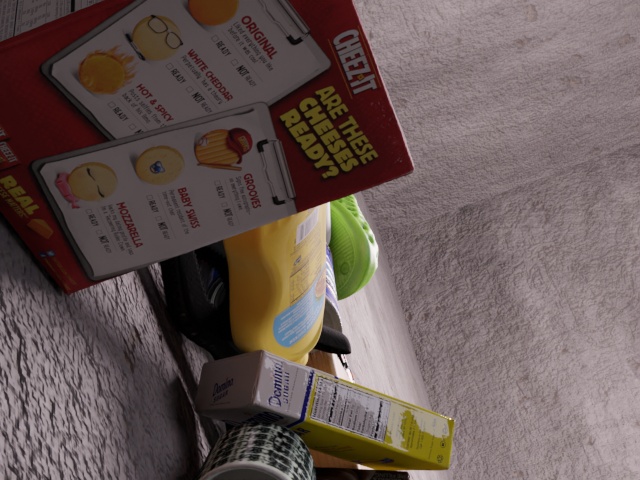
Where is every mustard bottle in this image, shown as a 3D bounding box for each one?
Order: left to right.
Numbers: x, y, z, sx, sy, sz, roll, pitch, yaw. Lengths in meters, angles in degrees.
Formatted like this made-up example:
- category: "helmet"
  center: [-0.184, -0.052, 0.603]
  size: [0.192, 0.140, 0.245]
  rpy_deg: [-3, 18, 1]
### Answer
- category: "mustard bottle"
  center: [-0.030, 0.030, 0.778]
  size: [0.096, 0.058, 0.192]
  rpy_deg: [-50, 148, -46]

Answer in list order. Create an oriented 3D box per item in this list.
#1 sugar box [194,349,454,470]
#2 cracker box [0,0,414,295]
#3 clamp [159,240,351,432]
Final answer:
- category: "sugar box"
  center: [0.004, 0.131, 0.792]
  size: [0.176, 0.094, 0.048]
  rpy_deg: [20, 68, -27]
- category: "cracker box"
  center: [-0.078, -0.076, 0.564]
  size: [0.072, 0.214, 0.164]
  rpy_deg: [-103, 170, -45]
- category: "clamp"
  center: [-0.058, 0.062, 0.852]
  size: [0.164, 0.036, 0.210]
  rpy_deg: [-42, 110, -44]
